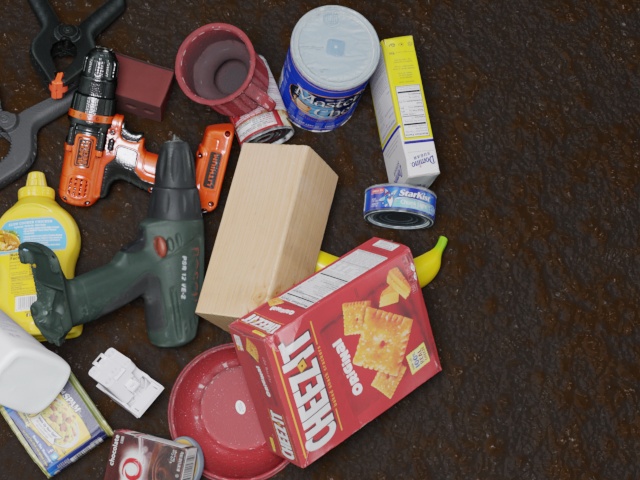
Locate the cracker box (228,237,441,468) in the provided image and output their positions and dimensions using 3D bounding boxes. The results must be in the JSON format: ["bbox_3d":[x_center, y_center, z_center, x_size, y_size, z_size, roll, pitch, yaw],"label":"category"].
[{"bbox_3d":[0.023,0.118,1.153,0.213,0.072,0.164,-30,117,-31],"label":"cracker box"}]

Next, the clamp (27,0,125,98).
[{"bbox_3d":[-0.289,-0.241,1.264,0.120,0.039,0.171,-4,60,-9],"label":"clamp"}]

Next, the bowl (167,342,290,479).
[{"bbox_3d":[-0.089,0.189,1.189,0.162,0.055,0.162,2,75,-8],"label":"bowl"}]

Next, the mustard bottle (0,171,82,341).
[{"bbox_3d":[-0.318,0.016,1.196,0.096,0.058,0.191,-6,76,4],"label":"mustard bottle"}]

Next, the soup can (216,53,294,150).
[{"bbox_3d":[-0.081,-0.164,1.277,0.068,0.068,0.102,-19,79,-13],"label":"soup can"}]

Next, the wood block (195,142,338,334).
[{"bbox_3d":[-0.057,0.002,1.210,0.091,0.090,0.206,5,71,28],"label":"wood block"}]

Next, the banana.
[{"bbox_3d":[0.059,0.034,1.266,0.197,0.037,0.069,-2,58,-11],"label":"banana"}]

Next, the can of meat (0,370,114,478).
[{"bbox_3d":[-0.285,0.194,1.155,0.084,0.057,0.102,-35,82,-14],"label":"can of meat"}]

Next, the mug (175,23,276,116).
[{"bbox_3d":[-0.097,-0.182,1.204,0.117,0.081,0.093,34,91,16],"label":"mug"}]

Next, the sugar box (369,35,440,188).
[{"bbox_3d":[0.099,-0.147,1.288,0.048,0.093,0.176,-10,78,-11],"label":"sugar box"}]

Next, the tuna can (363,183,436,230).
[{"bbox_3d":[0.094,-0.039,1.262,0.086,0.086,0.034,8,76,-7],"label":"tuna can"}]

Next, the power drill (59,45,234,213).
[{"bbox_3d":[-0.197,-0.116,1.222,0.187,0.057,0.184,12,104,-6],"label":"power drill"}]

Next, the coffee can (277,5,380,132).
[{"bbox_3d":[0.007,-0.200,1.262,0.102,0.140,0.103,2,75,-9],"label":"coffee can"}]

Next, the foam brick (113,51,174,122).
[{"bbox_3d":[-0.218,-0.181,1.268,0.078,0.053,0.051,16,73,-4],"label":"foam brick"}]

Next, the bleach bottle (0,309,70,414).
[{"bbox_3d":[-0.374,0.080,1.125,0.251,0.102,0.068,35,86,33],"label":"bleach bottle"}]

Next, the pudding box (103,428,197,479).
[{"bbox_3d":[-0.185,0.265,1.135,0.090,0.039,0.113,10,84,19],"label":"pudding box"}]

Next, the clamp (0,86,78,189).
[{"bbox_3d":[-0.373,-0.143,1.241,0.164,0.036,0.210,27,69,0],"label":"clamp"}]
